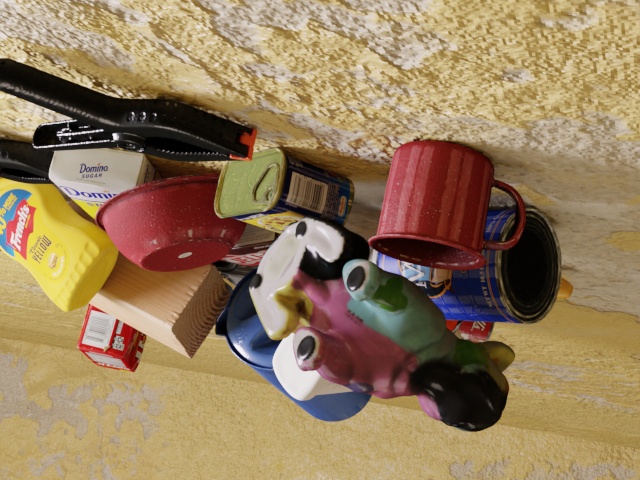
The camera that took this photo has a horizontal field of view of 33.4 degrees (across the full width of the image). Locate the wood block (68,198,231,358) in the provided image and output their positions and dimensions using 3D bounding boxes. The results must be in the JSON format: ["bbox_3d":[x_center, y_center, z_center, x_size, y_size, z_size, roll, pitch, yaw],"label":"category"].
[{"bbox_3d":[-0.218,0.041,1.238,0.206,0.090,0.090,25,159,22],"label":"wood block"}]

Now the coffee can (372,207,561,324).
[{"bbox_3d":[0.133,0.023,0.974,0.141,0.103,0.102,-1,162,44],"label":"coffee can"}]

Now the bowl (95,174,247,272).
[{"bbox_3d":[-0.137,-0.009,1.050,0.162,0.055,0.162,-11,163,-4],"label":"bowl"}]

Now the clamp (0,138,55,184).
[{"bbox_3d":[-0.335,-0.087,1.060,0.171,0.039,0.120,6,172,-3],"label":"clamp"}]

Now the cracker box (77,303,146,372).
[{"bbox_3d":[-0.274,0.092,1.492,0.072,0.164,0.214,14,167,-2],"label":"cracker box"}]

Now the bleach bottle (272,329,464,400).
[{"bbox_3d":[0.070,0.121,1.159,0.250,0.103,0.068,7,-146,-46],"label":"bleach bottle"}]

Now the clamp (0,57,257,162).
[{"bbox_3d":[-0.158,-0.097,0.862,0.210,0.036,0.164,8,167,7],"label":"clamp"}]

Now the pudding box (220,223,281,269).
[{"bbox_3d":[-0.057,0.001,1.144,0.114,0.039,0.089,-12,162,39],"label":"pudding box"}]

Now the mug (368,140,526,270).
[{"bbox_3d":[0.102,-0.026,0.836,0.117,0.081,0.093,9,167,12],"label":"mug"}]

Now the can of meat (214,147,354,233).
[{"bbox_3d":[-0.032,-0.039,0.956,0.083,0.057,0.102,19,165,-34],"label":"can of meat"}]

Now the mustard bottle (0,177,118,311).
[{"bbox_3d":[-0.314,-0.016,1.177,0.192,0.096,0.058,41,-154,15],"label":"mustard bottle"}]

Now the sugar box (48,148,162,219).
[{"bbox_3d":[-0.204,-0.047,1.099,0.093,0.048,0.176,9,168,10],"label":"sugar box"}]

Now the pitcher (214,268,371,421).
[{"bbox_3d":[-0.003,0.130,1.273,0.149,0.145,0.242,37,170,31],"label":"pitcher"}]
